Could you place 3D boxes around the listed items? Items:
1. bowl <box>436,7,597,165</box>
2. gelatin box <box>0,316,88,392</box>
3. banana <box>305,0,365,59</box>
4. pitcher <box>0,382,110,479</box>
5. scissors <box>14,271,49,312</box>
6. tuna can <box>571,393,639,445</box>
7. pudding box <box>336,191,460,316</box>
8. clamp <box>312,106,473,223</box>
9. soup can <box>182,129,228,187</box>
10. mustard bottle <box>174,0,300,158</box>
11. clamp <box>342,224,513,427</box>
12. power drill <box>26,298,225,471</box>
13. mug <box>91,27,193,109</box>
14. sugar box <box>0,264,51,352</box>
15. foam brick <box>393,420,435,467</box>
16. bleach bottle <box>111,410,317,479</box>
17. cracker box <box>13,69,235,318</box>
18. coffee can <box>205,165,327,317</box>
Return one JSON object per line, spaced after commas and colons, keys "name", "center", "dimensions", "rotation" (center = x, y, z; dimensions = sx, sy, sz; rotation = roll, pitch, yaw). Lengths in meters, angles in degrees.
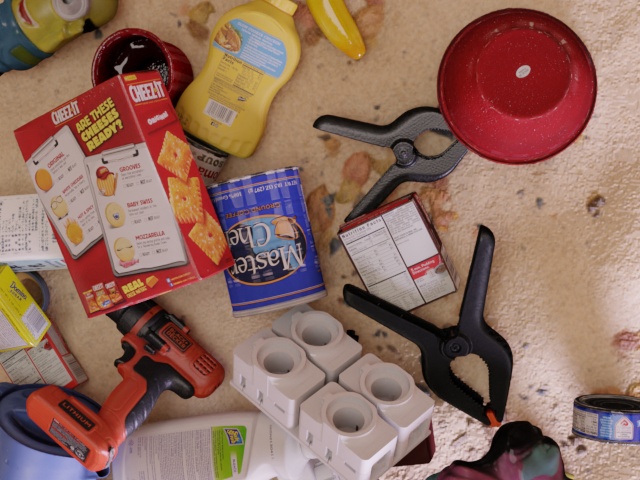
{"name": "bowl", "center": [0.196, -0.157, 1.050], "dimensions": [0.162, 0.055, 0.162], "rotation": [0, 85, 3]}
{"name": "gelatin box", "center": [-0.323, 0.144, 1.234], "dimensions": [0.073, 0.030, 0.089], "rotation": [-34, 86, 15]}
{"name": "banana", "center": [0.009, -0.287, 1.114], "dimensions": [0.070, 0.037, 0.198], "rotation": [-2, 94, 15]}
{"name": "pitcher", "center": [-0.333, 0.285, 1.191], "dimensions": [0.144, 0.149, 0.243], "rotation": [15, 111, -20]}
{"name": "scissors", "center": [-0.366, 0.008, 1.242], "dimensions": [0.096, 0.016, 0.202], "rotation": [-3, 93, 13]}
{"name": "tuna can", "center": [0.292, 0.176, 1.054], "dimensions": [0.086, 0.086, 0.034], "rotation": [2, 93, 14]}
{"name": "pudding box", "center": [0.081, 0.018, 1.107], "dimensions": [0.090, 0.039, 0.113], "rotation": [-24, 101, 15]}
{"name": "clamp", "center": [0.078, -0.100, 1.107], "dimensions": [0.171, 0.039, 0.120], "rotation": [-25, 106, 11]}
{"name": "soup can", "center": [-0.151, -0.064, 1.155], "dimensions": [0.068, 0.068, 0.102], "rotation": [31, 101, 10]}
{"name": "mustard bottle", "center": [-0.076, -0.190, 1.131], "dimensions": [0.096, 0.058, 0.192], "rotation": [28, 100, 2]}
{"name": "clamp", "center": [0.143, 0.094, 1.085], "dimensions": [0.165, 0.036, 0.210], "rotation": [-31, 102, 18]}
{"name": "power drill", "center": [-0.220, 0.138, 1.137], "dimensions": [0.184, 0.187, 0.057], "rotation": [39, 141, 9]}
{"name": "mug", "center": [-0.193, -0.167, 1.151], "dimensions": [0.093, 0.081, 0.117], "rotation": [34, 101, 9]}
{"name": "sugar box", "center": [-0.401, 0.086, 1.205], "dimensions": [0.176, 0.048, 0.093], "rotation": [-9, 124, 29]}
{"name": "foam brick", "center": [0.078, 0.208, 1.127], "dimensions": [0.078, 0.051, 0.053], "rotation": [-10, 92, 14]}
{"name": "bleach bottle", "center": [-0.105, 0.235, 1.138], "dimensions": [0.251, 0.068, 0.102], "rotation": [-11, 81, 28]}
{"name": "cracker box", "center": [-0.201, -0.045, 1.090], "dimensions": [0.164, 0.072, 0.214], "rotation": [-20, 93, 33]}
{"name": "coffee can", "center": [-0.057, 0.001, 1.119], "dimensions": [0.103, 0.102, 0.140], "rotation": [-13, 91, 14]}
